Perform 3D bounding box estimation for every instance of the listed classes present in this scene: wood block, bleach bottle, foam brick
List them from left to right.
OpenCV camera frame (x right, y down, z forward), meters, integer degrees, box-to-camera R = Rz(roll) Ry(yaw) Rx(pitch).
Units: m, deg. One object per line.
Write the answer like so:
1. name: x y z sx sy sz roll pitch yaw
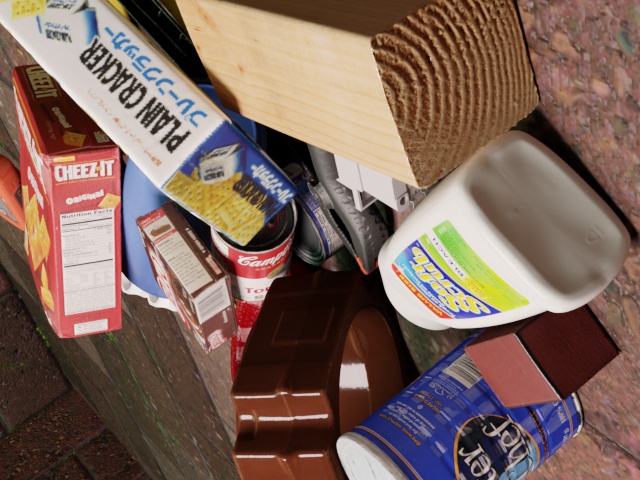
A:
1. wood block: 0.013 -0.112 0.612 0.206 0.090 0.090 28 147 51
2. bleach bottle: 0.095 0.017 0.678 0.102 0.068 0.251 47 163 4
3. foam brick: 0.137 0.070 0.675 0.051 0.053 0.078 54 161 1

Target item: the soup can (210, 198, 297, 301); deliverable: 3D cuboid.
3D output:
1. soup can: -0.056 0.001 0.875 0.068 0.068 0.102 48 159 17

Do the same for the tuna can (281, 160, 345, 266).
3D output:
1. tuna can: -0.012 -0.023 0.889 0.086 0.033 0.086 45 158 24

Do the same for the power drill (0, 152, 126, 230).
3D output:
1. power drill: -0.282 -0.113 1.136 0.057 0.187 0.184 30 154 27

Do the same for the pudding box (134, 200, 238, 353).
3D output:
1. pudding box: -0.110 0.032 0.889 0.090 0.039 0.113 50 161 23

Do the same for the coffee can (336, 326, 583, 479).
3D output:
1. coffee can: 0.097 0.137 0.744 0.103 0.140 0.103 46 158 24

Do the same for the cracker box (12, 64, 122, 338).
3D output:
1. cracker box: -0.244 -0.039 1.022 0.164 0.072 0.214 -124 32 -45

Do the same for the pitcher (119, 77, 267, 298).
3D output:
1. pitcher: -0.128 -0.052 0.974 0.243 0.149 0.145 120 152 -64

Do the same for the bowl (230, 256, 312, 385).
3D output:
1. bowl: -0.034 0.084 1.012 0.162 0.055 0.162 -170 90 -68

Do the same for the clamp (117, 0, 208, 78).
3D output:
1. clamp: -0.174 -0.224 0.903 0.210 0.036 0.164 50 -178 40

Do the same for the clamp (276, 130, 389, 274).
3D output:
1. clamp: 0.011 -0.045 0.788 0.171 0.039 0.120 56 177 -19
